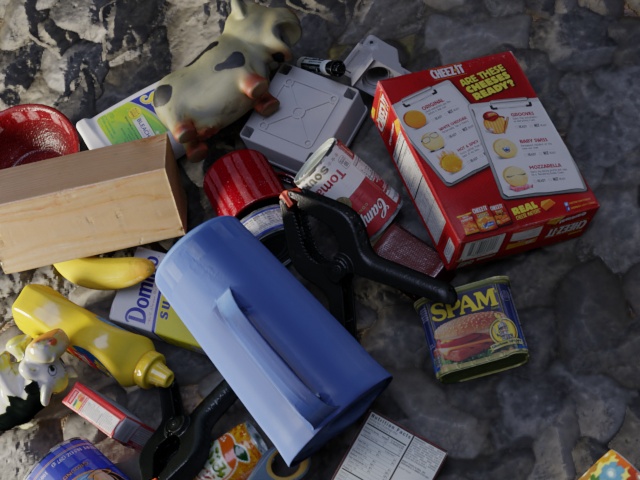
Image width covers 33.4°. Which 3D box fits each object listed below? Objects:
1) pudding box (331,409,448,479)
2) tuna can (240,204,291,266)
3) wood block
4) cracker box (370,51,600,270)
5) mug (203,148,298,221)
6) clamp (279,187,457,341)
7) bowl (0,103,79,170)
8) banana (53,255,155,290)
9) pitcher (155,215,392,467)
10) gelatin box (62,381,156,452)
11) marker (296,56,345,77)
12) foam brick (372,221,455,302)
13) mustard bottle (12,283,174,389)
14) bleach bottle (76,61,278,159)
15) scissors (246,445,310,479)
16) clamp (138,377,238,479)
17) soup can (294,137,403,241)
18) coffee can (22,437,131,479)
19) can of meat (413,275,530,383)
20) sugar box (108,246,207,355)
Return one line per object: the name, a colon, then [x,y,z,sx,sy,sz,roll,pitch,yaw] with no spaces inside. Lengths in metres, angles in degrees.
pudding box: [0.062,0.237,1.055,0.090,0.039,0.113,28,75,12]
tuna can: [-0.058,0.001,1.168,0.086,0.086,0.034,-32,61,0]
wood block: [-0.260,-0.041,1.191,0.206,0.090,0.091,-12,32,2]
cracker box: [0.169,-0.086,1.129,0.164,0.072,0.214,-15,61,-16]
mug: [-0.070,-0.051,1.201,0.117,0.093,0.081,-14,55,-26]
clamp: [0.035,0.026,1.096,0.165,0.036,0.210,-36,80,30]
bowl: [-0.358,-0.084,1.304,0.162,0.055,0.162,-6,66,13]
banana: [-0.261,0.021,1.215,0.198,0.037,0.069,27,86,44]
pitcher: [-0.054,0.092,1.052,0.144,0.149,0.243,-30,72,-40]
gelatin box: [-0.222,0.189,1.132,0.073,0.089,0.030,30,79,24]
marker: [0.001,-0.201,1.236,0.020,0.020,0.121,-46,23,-7]
foam brick: [0.096,0.028,1.135,0.078,0.053,0.051,34,80,26]
mustard bottle: [-0.240,0.113,1.165,0.192,0.096,0.058,23,71,22]
bleach bottle: [-0.161,-0.164,1.283,0.251,0.068,0.103,-34,65,-3]
scissors: [-0.084,0.236,1.042,0.201,0.016,0.096,15,66,-25]
clamp: [-0.131,0.192,1.094,0.120,0.039,0.171,-22,38,28]
soup can: [0.030,-0.054,1.153,0.102,0.069,0.068,41,81,-12]
coffee can: [-0.226,0.283,1.086,0.140,0.102,0.102,35,80,25]
can of meat: [0.156,0.093,1.089,0.102,0.057,0.084,-17,67,8]
sugar box: [-0.140,0.073,1.184,0.176,0.048,0.093,15,72,19]
